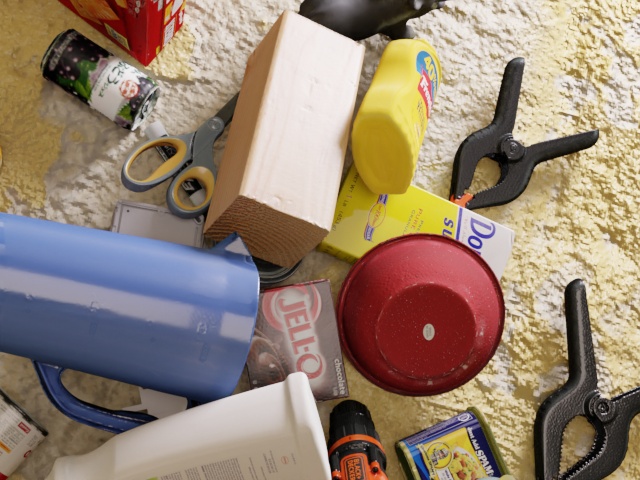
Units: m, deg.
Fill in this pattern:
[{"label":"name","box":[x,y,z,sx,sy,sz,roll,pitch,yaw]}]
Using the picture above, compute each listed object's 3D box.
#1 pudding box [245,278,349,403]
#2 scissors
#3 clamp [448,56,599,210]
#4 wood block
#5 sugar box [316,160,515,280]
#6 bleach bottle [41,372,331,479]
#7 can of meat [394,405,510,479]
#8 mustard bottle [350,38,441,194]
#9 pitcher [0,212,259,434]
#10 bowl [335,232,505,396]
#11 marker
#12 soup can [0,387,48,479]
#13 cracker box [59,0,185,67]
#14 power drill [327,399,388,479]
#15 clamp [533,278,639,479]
[{"label":"pudding box","box":[-0.027,0.097,0.989,0.090,0.039,0.113,-10,90,-3]},{"label":"scissors","box":[-0.095,-0.089,1.009,0.201,0.016,0.096,-33,76,-30]},{"label":"clamp","box":[0.199,-0.088,1.072,0.120,0.039,0.171,34,82,4]},{"label":"wood block","box":[-0.031,-0.093,0.976,0.090,0.091,0.206,22,58,-17]},{"label":"sugar box","box":[0.093,0.000,1.035,0.176,0.048,0.093,23,77,-2]},{"label":"bleach bottle","box":[-0.123,0.182,0.870,0.251,0.102,0.068,-13,41,1]},{"label":"can of meat","box":[0.125,0.217,0.991,0.084,0.057,0.102,-21,83,-11]},{"label":"mustard bottle","box":[0.079,-0.137,1.025,0.058,0.096,0.191,0,42,19]},{"label":"pitcher","box":[-0.182,0.062,0.886,0.242,0.145,0.149,13,49,-16]},{"label":"bowl","box":[0.095,0.076,0.985,0.162,0.055,0.162,0,101,0]},{"label":"marker","box":[-0.129,-0.061,1.026,0.020,0.020,0.121,-33,85,-13]},{"label":"soup can","box":[-0.296,0.184,0.928,0.068,0.068,0.102,42,75,1]},{"label":"cracker box","box":[-0.225,-0.272,0.980,0.213,0.164,0.072,36,74,-1]},{"label":"power drill","box":[-0.033,0.216,0.934,0.187,0.184,0.057,-15,116,4]},{"label":"clamp","box":[0.278,0.162,1.034,0.164,0.036,0.210,26,78,-2]}]
